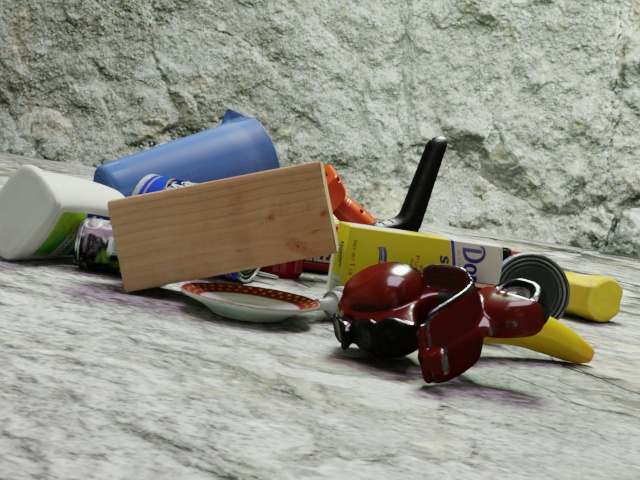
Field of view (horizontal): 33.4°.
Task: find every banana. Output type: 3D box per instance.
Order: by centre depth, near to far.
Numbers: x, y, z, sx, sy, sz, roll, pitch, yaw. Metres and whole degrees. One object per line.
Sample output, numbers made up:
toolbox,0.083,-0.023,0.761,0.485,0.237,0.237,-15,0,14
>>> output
banana,0.168,0.086,0.963,0.197,0.037,0.070,2,52,-40

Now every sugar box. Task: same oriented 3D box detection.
sugar box,0.100,0.038,1.115,0.176,0.093,0.048,7,6,-15

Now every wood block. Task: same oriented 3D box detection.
wood block,-0.092,-0.015,1.045,0.206,0.090,0.091,-11,3,3

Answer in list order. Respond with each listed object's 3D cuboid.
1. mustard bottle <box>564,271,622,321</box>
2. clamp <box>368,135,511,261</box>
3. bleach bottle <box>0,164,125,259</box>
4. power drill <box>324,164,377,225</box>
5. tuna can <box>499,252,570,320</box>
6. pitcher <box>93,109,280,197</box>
mustard bottle,0.291,0.060,1.408,0.192,0.058,0.096,13,5,40
clamp,0.105,0.012,1.166,0.164,0.210,0.036,50,-11,-18
bleach bottle,-0.260,-0.027,1.205,0.068,0.103,0.250,48,18,18
power drill,0.062,-0.006,1.334,0.187,0.057,0.184,44,2,-15
tuna can,0.229,0.056,1.177,0.086,0.086,0.033,9,3,2
pitcher,-0.182,-0.072,1.486,0.242,0.145,0.149,-19,46,-26
